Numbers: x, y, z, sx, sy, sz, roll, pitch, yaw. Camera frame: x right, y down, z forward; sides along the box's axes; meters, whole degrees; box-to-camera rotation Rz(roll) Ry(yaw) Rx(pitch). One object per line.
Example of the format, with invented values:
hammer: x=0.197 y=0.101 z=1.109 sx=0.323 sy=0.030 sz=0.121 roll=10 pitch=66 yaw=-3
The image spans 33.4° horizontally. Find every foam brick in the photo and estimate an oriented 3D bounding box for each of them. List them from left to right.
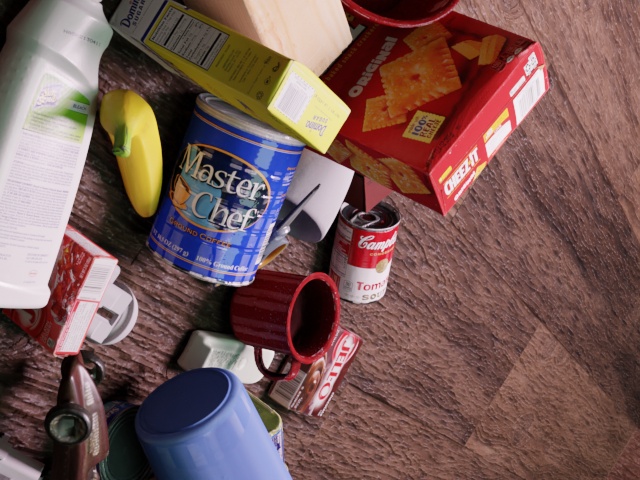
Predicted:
foam brick: x=0.053 y=-0.078 z=1.144 sx=0.078 sy=0.051 sz=0.053 roll=-38 pitch=141 yaw=-31

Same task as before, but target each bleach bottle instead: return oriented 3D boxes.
bleach bottle: x=-0.206 y=-0.077 z=0.776 sx=0.102 sy=0.068 sz=0.251 roll=10 pitch=105 yaw=-61

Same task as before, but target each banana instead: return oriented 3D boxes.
banana: x=-0.149 y=-0.073 z=0.837 sx=0.198 sy=0.037 sz=0.069 roll=98 pitch=0 yaw=-78

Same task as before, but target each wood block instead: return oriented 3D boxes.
wood block: x=-0.056 y=-0.216 z=0.840 sx=0.090 sy=0.091 sz=0.206 roll=-49 pitch=146 yaw=-17

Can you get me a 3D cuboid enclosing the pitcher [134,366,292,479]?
pitcher: x=-0.097 y=0.251 z=1.036 sx=0.149 sy=0.145 sz=0.243 roll=-56 pitch=134 yaw=-48

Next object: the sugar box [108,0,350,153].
sugar box: x=-0.071 y=-0.131 z=0.808 sx=0.048 sy=0.176 sz=0.093 roll=-60 pitch=148 yaw=-3

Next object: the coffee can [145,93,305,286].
coffee can: x=-0.082 y=-0.045 z=0.933 sx=0.102 sy=0.103 sz=0.140 roll=1 pitch=115 yaw=-55

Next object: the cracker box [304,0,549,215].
cracker box: x=0.070 y=-0.138 z=0.963 sx=0.164 sy=0.214 sz=0.072 roll=-49 pitch=145 yaw=-16

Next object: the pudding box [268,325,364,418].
pudding box: x=-0.004 y=0.150 z=1.262 sx=0.113 sy=0.039 sz=0.090 roll=-59 pitch=149 yaw=-1

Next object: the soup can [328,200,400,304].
soup can: x=0.048 y=0.012 z=1.195 sx=0.068 sy=0.069 sz=0.102 roll=-25 pitch=135 yaw=-42

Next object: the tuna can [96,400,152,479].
tuna can: x=-0.192 y=0.197 z=1.020 sx=0.085 sy=0.034 sz=0.086 roll=-16 pitch=110 yaw=-55

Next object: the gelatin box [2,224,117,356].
gelatin box: x=-0.210 y=0.037 z=0.851 sx=0.030 sy=0.073 sz=0.089 roll=11 pitch=108 yaw=-56

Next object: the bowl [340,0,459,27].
bowl: x=0.049 y=-0.251 z=0.942 sx=0.162 sy=0.162 sz=0.055 roll=-41 pitch=-178 yaw=-27

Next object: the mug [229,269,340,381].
mug: x=-0.040 y=0.086 z=1.094 sx=0.093 sy=0.082 sz=0.117 roll=4 pitch=93 yaw=-56

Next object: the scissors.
scissors: x=-0.057 y=0.001 z=1.002 sx=0.096 sy=0.016 sz=0.202 roll=-30 pitch=171 yaw=-17
